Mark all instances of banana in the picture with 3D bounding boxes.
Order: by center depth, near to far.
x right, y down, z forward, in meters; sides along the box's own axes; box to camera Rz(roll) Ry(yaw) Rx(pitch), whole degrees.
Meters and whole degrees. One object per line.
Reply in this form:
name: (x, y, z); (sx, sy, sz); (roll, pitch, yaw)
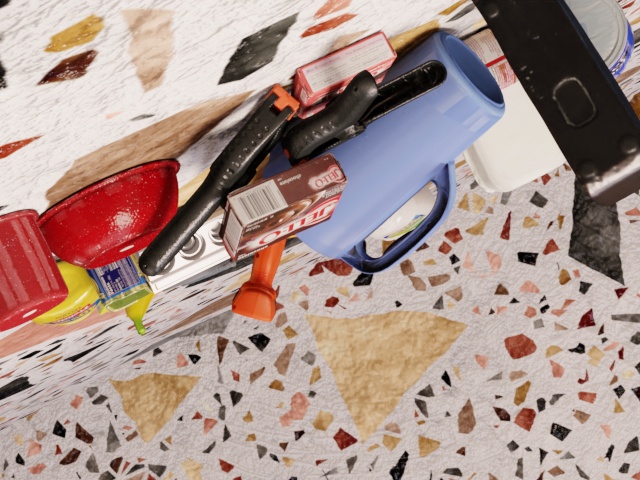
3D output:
banana: (-0.203, 0.039, 1.428); (0.197, 0.070, 0.037); (-54, 160, -21)

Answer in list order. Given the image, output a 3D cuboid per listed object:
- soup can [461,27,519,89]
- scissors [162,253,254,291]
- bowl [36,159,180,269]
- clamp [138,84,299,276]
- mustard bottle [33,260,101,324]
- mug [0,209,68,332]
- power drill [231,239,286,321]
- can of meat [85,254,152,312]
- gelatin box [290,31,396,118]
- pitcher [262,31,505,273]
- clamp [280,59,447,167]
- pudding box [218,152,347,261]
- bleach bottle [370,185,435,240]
soup can: (0.170, -0.187, 1.151); (0.102, 0.068, 0.068); (-26, 175, -4)
scissors: (-0.144, 0.037, 1.451); (0.096, 0.016, 0.202); (-20, 178, -41)
bowl: (-0.197, -0.017, 1.031); (0.162, 0.055, 0.162); (-26, 175, -3)
clamp: (-0.080, -0.066, 1.005); (0.210, 0.036, 0.164); (-50, 179, 29)
mustard bottle: (-0.310, 0.068, 1.289); (0.096, 0.058, 0.192); (-25, 175, -8)
mug: (-0.283, 0.034, 0.932); (0.117, 0.081, 0.093); (-24, 174, -36)
power drill: (-0.059, 0.002, 1.304); (0.057, 0.188, 0.184); (17, -178, -1)
can of meat: (-0.227, 0.029, 1.169); (0.057, 0.084, 0.102); (-27, 175, -6)
gelatin box: (0.019, -0.148, 0.963); (0.089, 0.030, 0.073); (-27, 175, -11)
pitcher: (0.073, -0.090, 1.094); (0.243, 0.149, 0.145); (-39, -146, 26)
clamp: (0.021, -0.111, 0.950); (0.172, 0.039, 0.120); (-31, 165, 32)
pudding box: (-0.036, -0.031, 1.004); (0.113, 0.039, 0.090); (-22, 162, -18)
bleach bottle: (0.089, -0.036, 1.408); (0.103, 0.068, 0.250); (-31, 177, 14)
